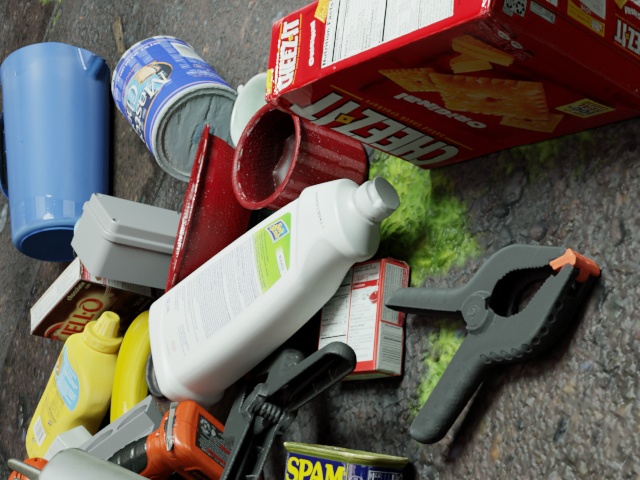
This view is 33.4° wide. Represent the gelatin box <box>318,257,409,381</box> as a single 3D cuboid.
[{"bbox_3d":[0.033,0.062,0.828,0.073,0.030,0.089,-15,65,51],"label":"gelatin box"}]

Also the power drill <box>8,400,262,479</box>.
[{"bbox_3d":[-0.145,0.224,0.912,0.188,0.184,0.057,-30,35,20],"label":"power drill"}]

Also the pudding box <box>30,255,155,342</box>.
[{"bbox_3d":[-0.244,0.068,1.136,0.114,0.089,0.039,-45,44,32],"label":"pudding box"}]

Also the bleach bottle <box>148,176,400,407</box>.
[{"bbox_3d":[-0.035,0.035,0.846,0.251,0.068,0.102,-36,53,32],"label":"bleach bottle"}]

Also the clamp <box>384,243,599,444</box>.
[{"bbox_3d":[0.108,0.048,0.727,0.172,0.039,0.120,-42,50,27],"label":"clamp"}]

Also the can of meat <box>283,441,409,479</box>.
[{"bbox_3d":[0.013,0.195,0.779,0.102,0.057,0.084,-5,76,53],"label":"can of meat"}]

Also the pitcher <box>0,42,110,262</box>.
[{"bbox_3d":[-0.319,-0.098,1.272,0.149,0.145,0.243,107,158,-63],"label":"pitcher"}]

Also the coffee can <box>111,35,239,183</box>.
[{"bbox_3d":[-0.140,-0.133,1.068,0.103,0.102,0.140,-61,38,16],"label":"coffee can"}]

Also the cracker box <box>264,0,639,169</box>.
[{"bbox_3d":[0.091,-0.116,0.708,0.214,0.163,0.072,-13,64,50],"label":"cracker box"}]

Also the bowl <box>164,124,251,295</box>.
[{"bbox_3d":[-0.096,-0.020,0.960,0.162,0.055,0.162,-167,90,-80],"label":"bowl"}]

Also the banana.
[{"bbox_3d":[-0.183,0.153,1.067,0.070,0.037,0.198,-9,70,53],"label":"banana"}]

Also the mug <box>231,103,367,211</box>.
[{"bbox_3d":[-0.016,-0.072,0.899,0.093,0.081,0.117,-32,53,42],"label":"mug"}]

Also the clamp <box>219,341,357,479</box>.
[{"bbox_3d":[-0.033,0.123,0.814,0.164,0.036,0.210,-53,9,7],"label":"clamp"}]

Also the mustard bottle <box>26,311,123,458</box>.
[{"bbox_3d":[-0.253,0.157,1.127,0.192,0.058,0.096,-64,35,22],"label":"mustard bottle"}]
